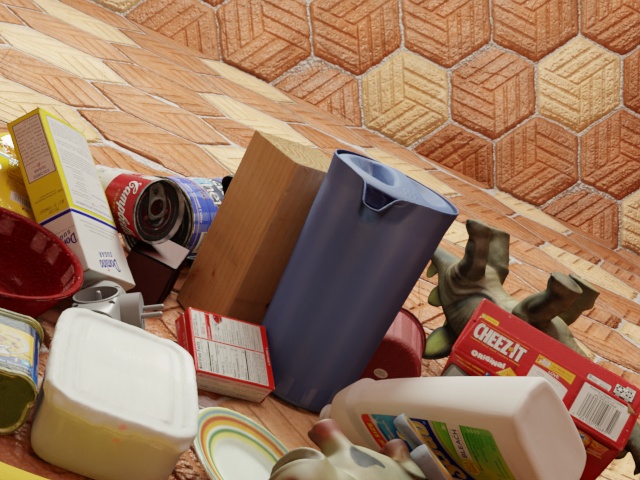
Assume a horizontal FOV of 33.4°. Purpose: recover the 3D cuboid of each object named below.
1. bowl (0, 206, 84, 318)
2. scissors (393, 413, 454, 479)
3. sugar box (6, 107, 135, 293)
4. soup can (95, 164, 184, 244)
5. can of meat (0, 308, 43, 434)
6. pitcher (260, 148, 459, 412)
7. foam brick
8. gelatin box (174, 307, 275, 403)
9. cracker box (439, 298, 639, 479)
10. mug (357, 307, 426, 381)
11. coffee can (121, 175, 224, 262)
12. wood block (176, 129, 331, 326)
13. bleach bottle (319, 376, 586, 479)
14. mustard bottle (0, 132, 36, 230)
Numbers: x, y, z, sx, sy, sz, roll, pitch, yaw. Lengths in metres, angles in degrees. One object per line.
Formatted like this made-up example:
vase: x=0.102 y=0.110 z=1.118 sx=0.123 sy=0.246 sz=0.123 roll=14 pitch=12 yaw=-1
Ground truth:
bowl: x=-0.288 y=0.026 z=0.914 sx=0.162 sy=0.055 sz=0.162 roll=25 pitch=18 yaw=-9
scissors: x=0.110 y=0.207 z=0.876 sx=0.096 sy=0.016 sz=0.201 roll=55 pitch=1 yaw=43
sugar box: x=-0.242 y=-0.033 z=1.036 sx=0.093 sy=0.048 sz=0.176 roll=35 pitch=34 yaw=-68
soup can: x=-0.201 y=-0.039 z=1.111 sx=0.102 sy=0.068 sz=0.068 roll=15 pitch=4 yaw=37
can of meat: x=-0.253 y=0.087 z=0.768 sx=0.102 sy=0.057 sz=0.084 roll=21 pitch=17 yaw=-21
pitcher: x=0.027 y=0.041 z=1.057 sx=0.149 sy=0.243 sz=0.145 roll=17 pitch=17 yaw=-36
foam brick: x=-0.177 y=0.030 z=1.121 sx=0.051 sy=0.053 sz=0.078 roll=26 pitch=13 yaw=-2
gelatin box: x=-0.090 y=0.108 z=0.997 sx=0.089 sy=0.030 sz=0.073 roll=17 pitch=42 yaw=-31
cracker box: x=0.185 y=0.166 z=0.990 sx=0.164 sy=0.214 sz=0.072 roll=30 pitch=59 yaw=13
mug: x=0.067 y=0.114 z=1.151 sx=0.093 sy=0.117 sz=0.081 roll=-4 pitch=18 yaw=7
coffee can: x=-0.154 y=-0.024 z=1.256 sx=0.103 sy=0.103 sz=0.140 roll=32 pitch=15 yaw=22
wood block: x=-0.057 y=0.002 z=1.121 sx=0.090 sy=0.206 sz=0.090 roll=15 pitch=19 yaw=-40
bleach bottle: x=0.097 y=0.166 z=0.925 sx=0.251 sy=0.102 sz=0.068 roll=-8 pitch=28 yaw=47
mustard bottle: x=-0.307 y=-0.056 z=1.073 sx=0.096 sy=0.058 sz=0.191 roll=36 pitch=25 yaw=-29
